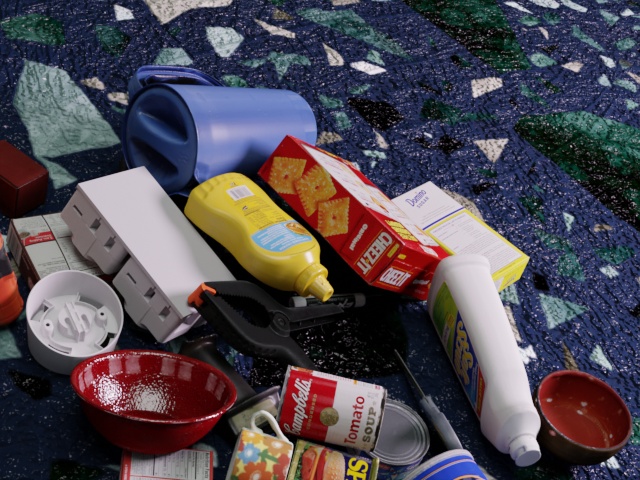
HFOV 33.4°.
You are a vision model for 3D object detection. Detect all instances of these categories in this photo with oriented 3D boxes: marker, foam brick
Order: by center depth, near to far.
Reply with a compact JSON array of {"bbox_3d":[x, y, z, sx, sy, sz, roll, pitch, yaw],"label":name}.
[{"bbox_3d":[-0.367,-0.072,1.255,0.078,0.053,0.051,34,43,16],"label":"foam brick"},{"bbox_3d":[0.021,0.072,1.266,0.121,0.020,0.020,-3,45,-24],"label":"marker"}]

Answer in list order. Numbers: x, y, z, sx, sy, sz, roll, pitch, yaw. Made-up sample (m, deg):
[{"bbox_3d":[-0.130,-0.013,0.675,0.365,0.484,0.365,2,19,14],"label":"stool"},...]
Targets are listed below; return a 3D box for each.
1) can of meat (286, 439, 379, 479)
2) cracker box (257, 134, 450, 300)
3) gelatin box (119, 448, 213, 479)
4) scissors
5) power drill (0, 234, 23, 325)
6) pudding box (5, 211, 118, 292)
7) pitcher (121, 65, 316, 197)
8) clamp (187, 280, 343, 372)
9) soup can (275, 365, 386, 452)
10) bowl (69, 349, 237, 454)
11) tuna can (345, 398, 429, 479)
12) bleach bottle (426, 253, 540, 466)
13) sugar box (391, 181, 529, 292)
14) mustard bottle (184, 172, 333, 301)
[{"bbox_3d":[0.006,0.249,1.037,0.084,0.057,0.102,16,40,1],"label":"can of meat"},{"bbox_3d":[0.045,-0.025,1.295,0.214,0.072,0.164,46,14,28],"label":"cracker box"},{"bbox_3d":[-0.147,0.234,1.016,0.089,0.030,0.073,8,40,-12],"label":"gelatin box"},{"bbox_3d":[0.116,0.176,1.144,0.016,0.096,0.202,-29,55,-2],"label":"scissors"},{"bbox_3d":[-0.372,-0.026,1.117,0.057,0.184,0.188,-19,44,-16],"label":"power drill"},{"bbox_3d":[-0.290,0.018,1.195,0.089,0.039,0.113,-10,51,-33],"label":"pudding box"},{"bbox_3d":[-0.123,-0.141,1.335,0.145,0.149,0.242,12,15,37],"label":"pitcher"},{"bbox_3d":[-0.047,0.106,1.145,0.209,0.036,0.164,24,36,-32],"label":"clamp"},{"bbox_3d":[0.010,0.169,1.068,0.102,0.068,0.068,13,41,1],"label":"soup can"},{"bbox_3d":[-0.165,0.163,1.042,0.162,0.055,0.162,10,16,-3],"label":"bowl"},{"bbox_3d":[0.069,0.209,1.120,0.086,0.034,0.086,11,41,-10],"label":"tuna can"},{"bbox_3d":[0.190,0.136,1.194,0.068,0.103,0.251,-3,44,-16],"label":"bleach bottle"},{"bbox_3d":[0.172,0.000,1.384,0.093,0.048,0.176,-26,53,-39],"label":"sugar box"},{"bbox_3d":[-0.058,0.002,1.197,0.192,0.058,0.096,41,34,23],"label":"mustard bottle"}]
